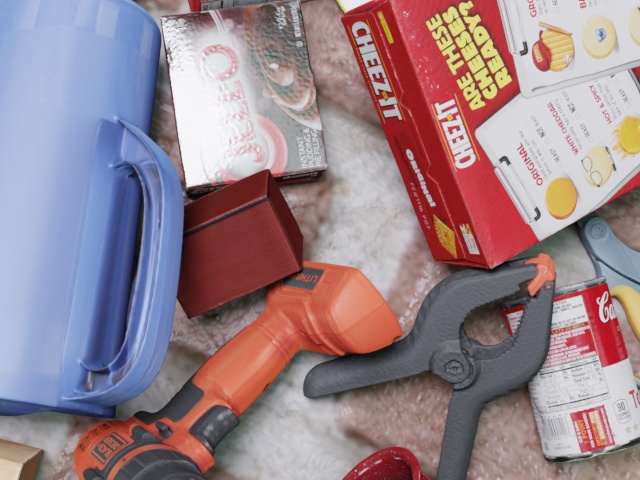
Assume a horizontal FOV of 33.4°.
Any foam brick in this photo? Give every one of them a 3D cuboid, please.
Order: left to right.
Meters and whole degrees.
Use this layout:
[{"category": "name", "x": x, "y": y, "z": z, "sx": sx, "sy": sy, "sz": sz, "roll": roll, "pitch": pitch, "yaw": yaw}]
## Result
[{"category": "foam brick", "x": -0.054, "y": 0.001, "z": 0.638, "sx": 0.078, "sy": 0.053, "sz": 0.051, "roll": -24, "pitch": 111, "yaw": 10}]

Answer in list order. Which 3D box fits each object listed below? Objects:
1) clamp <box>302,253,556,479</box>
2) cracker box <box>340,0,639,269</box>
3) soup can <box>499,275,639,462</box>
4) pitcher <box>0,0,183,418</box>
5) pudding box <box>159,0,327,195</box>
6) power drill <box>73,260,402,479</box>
[{"category": "clamp", "x": 0.085, "y": 0.082, "z": 0.642, "sx": 0.172, "sy": 0.039, "sz": 0.120, "roll": -40, "pitch": 100, "yaw": 23}, {"category": "cracker box", "x": 0.138, "y": -0.102, "z": 0.649, "sx": 0.213, "sy": 0.072, "sz": 0.164, "roll": -27, "pitch": 102, "yaw": -23}, {"category": "soup can", "x": 0.158, "y": 0.080, "z": 0.664, "sx": 0.068, "sy": 0.068, "sz": 0.102, "roll": -14, "pitch": 85, "yaw": -9}, {"category": "pitcher", "x": -0.154, "y": -0.021, "z": 0.605, "sx": 0.149, "sy": 0.145, "sz": 0.243, "roll": 11, "pitch": 78, "yaw": -13}, {"category": "pudding box", "x": -0.049, "y": -0.089, "z": 0.675, "sx": 0.090, "sy": 0.039, "sz": 0.113, "roll": -9, "pitch": 84, "yaw": -8}, {"category": "power drill", "x": -0.045, "y": 0.089, "z": 0.589, "sx": 0.187, "sy": 0.185, "sz": 0.057, "roll": -40, "pitch": 109, "yaw": -19}]
